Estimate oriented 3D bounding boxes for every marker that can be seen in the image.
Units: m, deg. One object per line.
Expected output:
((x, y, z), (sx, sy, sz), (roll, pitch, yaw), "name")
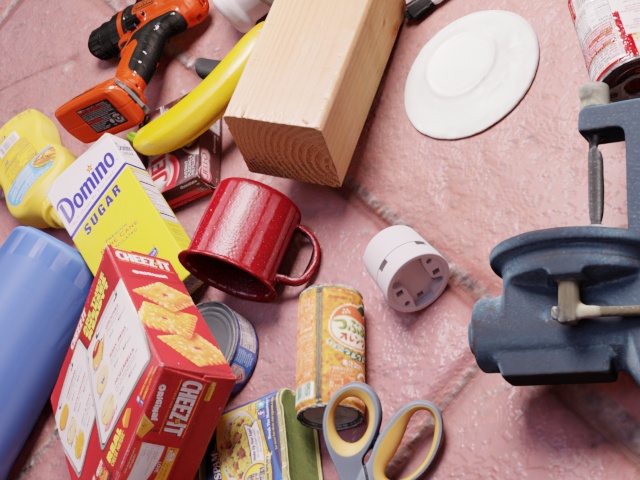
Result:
((0.127, -0.241, 0.973), (0.121, 0.020, 0.020), (-35, 48, 18), "marker")

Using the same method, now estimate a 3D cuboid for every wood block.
((0.001, -0.161, 0.944), (0.091, 0.090, 0.206), (11, 63, 20), "wood block")

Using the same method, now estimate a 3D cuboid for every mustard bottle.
((-0.315, -0.068, 1.200), (0.096, 0.058, 0.192), (-48, 45, 4), "mustard bottle")

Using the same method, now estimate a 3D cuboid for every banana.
((-0.119, -0.137, 1.040), (0.198, 0.037, 0.070), (-34, 51, 19), "banana")

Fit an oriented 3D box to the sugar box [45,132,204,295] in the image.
((-0.187, -0.008, 1.028), (0.093, 0.048, 0.176), (-41, 70, 13), "sugar box")

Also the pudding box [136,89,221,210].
((-0.146, -0.089, 1.089), (0.090, 0.039, 0.113), (-21, 53, 30), "pudding box")

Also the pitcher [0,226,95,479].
((-0.317, 0.113, 1.056), (0.149, 0.145, 0.242), (21, 75, 31), "pitcher")

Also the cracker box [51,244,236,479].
((-0.154, 0.123, 0.886), (0.164, 0.072, 0.214), (-67, 28, 15), "cracker box")

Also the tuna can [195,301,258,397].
((-0.097, 0.099, 0.939), (0.086, 0.033, 0.086), (-20, 54, 29), "tuna can")

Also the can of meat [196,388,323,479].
((-0.048, 0.175, 0.839), (0.084, 0.057, 0.102), (-26, 51, 23), "can of meat")

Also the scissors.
((0.010, 0.190, 0.782), (0.096, 0.016, 0.202), (38, 91, 9), "scissors")

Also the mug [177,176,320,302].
((-0.056, 0.001, 0.937), (0.117, 0.093, 0.081), (18, 69, 12), "mug")

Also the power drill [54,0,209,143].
((-0.220, -0.195, 1.177), (0.185, 0.057, 0.187), (-16, 43, 40), "power drill")
